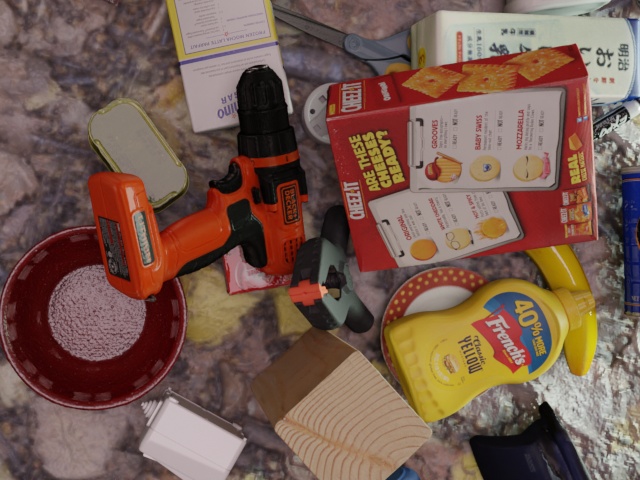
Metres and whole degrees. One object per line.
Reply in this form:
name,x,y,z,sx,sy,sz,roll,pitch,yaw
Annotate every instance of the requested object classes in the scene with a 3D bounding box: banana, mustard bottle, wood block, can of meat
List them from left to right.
can of meat,-0.159,-0.074,0.934,0.057,0.084,0.102,-36,96,-7
wood block,0.009,0.141,0.901,0.090,0.206,0.091,-42,97,-6
mustard bottle,0.161,0.088,0.973,0.191,0.058,0.096,-21,95,-6
banana,0.217,0.035,1.018,0.070,0.037,0.198,-35,94,15

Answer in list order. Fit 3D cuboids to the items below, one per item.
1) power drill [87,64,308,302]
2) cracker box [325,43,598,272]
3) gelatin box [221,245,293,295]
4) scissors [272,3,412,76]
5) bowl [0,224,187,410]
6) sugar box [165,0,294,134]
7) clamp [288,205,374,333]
power drill,-0.094,-0.041,0.880,0.187,0.057,0.184,-19,109,-34
cracker box,0.124,-0.069,0.921,0.214,0.072,0.164,-8,125,9
gelatin box,-0.056,0.001,0.978,0.073,0.030,0.089,-9,92,-8
scissors,0.048,-0.194,0.997,0.201,0.016,0.096,38,84,-7
bowl,-0.199,0.066,0.945,0.162,0.055,0.162,0,91,-8
sugar box,-0.086,-0.190,0.959,0.093,0.048,0.176,-11,95,3
clamp,0.012,0.043,0.931,0.039,0.171,0.120,-17,100,20
